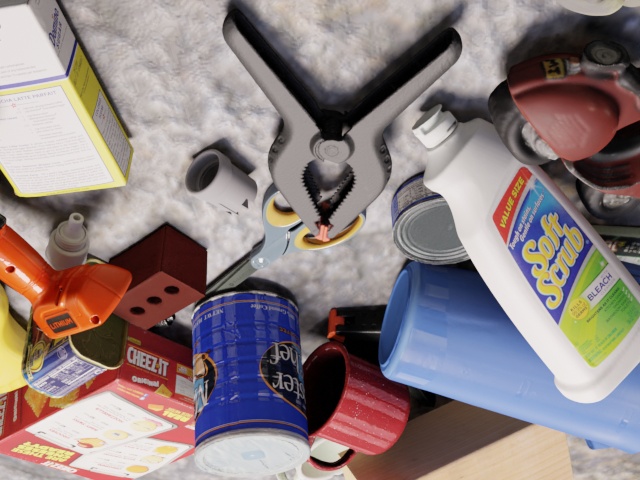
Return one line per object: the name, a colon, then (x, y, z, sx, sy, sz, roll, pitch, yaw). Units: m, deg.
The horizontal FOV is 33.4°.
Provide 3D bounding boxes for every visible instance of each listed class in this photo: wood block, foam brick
wood block: (0.135, 0.225, 1.063, 0.206, 0.091, 0.090, -23, 118, -12)
foam brick: (-0.142, 0.033, 0.926, 0.078, 0.051, 0.053, -30, 133, 30)

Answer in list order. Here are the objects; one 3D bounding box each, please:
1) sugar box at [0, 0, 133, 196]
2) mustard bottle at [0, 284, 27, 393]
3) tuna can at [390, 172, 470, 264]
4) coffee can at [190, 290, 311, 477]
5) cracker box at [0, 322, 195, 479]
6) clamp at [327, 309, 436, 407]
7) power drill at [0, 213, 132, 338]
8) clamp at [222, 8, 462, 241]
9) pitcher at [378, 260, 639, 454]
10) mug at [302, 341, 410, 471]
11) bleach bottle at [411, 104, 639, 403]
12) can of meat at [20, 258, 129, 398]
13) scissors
sugar box: (-0.208, -0.106, 0.760, 0.093, 0.048, 0.176, -6, 138, 11)
mustard bottle: (-0.326, 0.067, 0.958, 0.096, 0.058, 0.191, -4, 141, 4)
tuna can: (0.101, -0.019, 0.884, 0.086, 0.034, 0.086, -1, 141, -1)
coffee can: (-0.065, 0.130, 0.967, 0.103, 0.140, 0.103, -4, 148, -3)
cracker box: (-0.201, 0.167, 1.058, 0.214, 0.072, 0.164, -28, 139, 35)
clamp: (0.077, 0.115, 1.044, 0.171, 0.039, 0.120, 19, 132, -14)
power drill: (-0.236, -0.007, 0.810, 0.187, 0.057, 0.185, 44, 149, -21)
clamp: (0.000, -0.083, 0.792, 0.164, 0.036, 0.210, 11, 136, -5)
pitcher: (0.183, 0.088, 0.939, 0.242, 0.149, 0.145, 15, 166, -6)
mug: (0.025, 0.162, 0.999, 0.081, 0.117, 0.093, 26, 178, -27)
bleach bottle: (0.155, 0.004, 0.825, 0.250, 0.102, 0.068, 48, 169, -13)
can of meat: (-0.217, 0.079, 0.943, 0.057, 0.102, 0.084, 31, 133, -34)
scissors: (-0.056, 0.001, 0.919, 0.202, 0.016, 0.096, -23, 134, 24)
